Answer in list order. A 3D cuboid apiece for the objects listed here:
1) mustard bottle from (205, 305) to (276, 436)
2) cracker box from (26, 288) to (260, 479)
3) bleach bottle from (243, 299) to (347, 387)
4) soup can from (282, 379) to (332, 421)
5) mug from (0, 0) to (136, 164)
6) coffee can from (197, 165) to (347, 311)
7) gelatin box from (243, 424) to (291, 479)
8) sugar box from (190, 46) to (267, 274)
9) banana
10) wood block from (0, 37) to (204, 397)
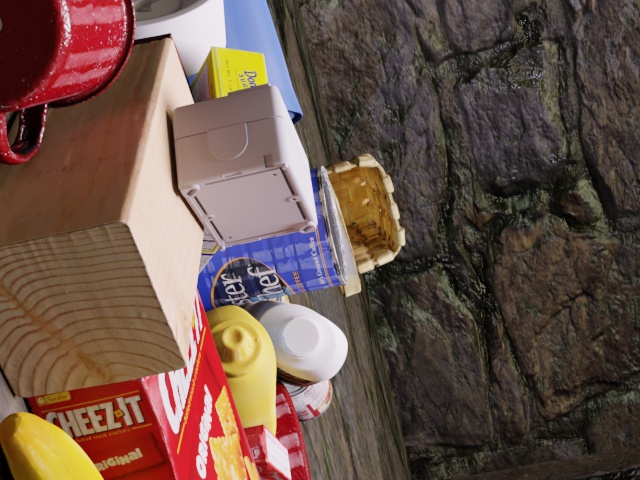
[{"bbox_3d":[-0.065,0.103,0.818,0.192,0.058,0.096,99,-26,-67],"label":"mustard bottle"},{"bbox_3d":[-0.091,0.131,0.648,0.164,0.072,0.213,-89,166,-66],"label":"cracker box"},{"bbox_3d":[-0.031,0.087,0.939,0.068,0.102,0.251,-63,180,-9],"label":"bleach bottle"},{"bbox_3d":[-0.028,0.160,1.214,0.102,0.068,0.068,65,15,-64],"label":"soup can"},{"bbox_3d":[-0.147,-0.094,0.514,0.081,0.093,0.117,-60,160,-74],"label":"mug"},{"bbox_3d":[-0.056,0.001,0.897,0.102,0.140,0.103,-11,90,-84],"label":"coffee can"},{"bbox_3d":[-0.067,0.167,0.801,0.089,0.073,0.030,66,15,-66],"label":"gelatin box"},{"bbox_3d":[-0.084,-0.051,0.775,0.176,0.048,0.093,130,-43,-55],"label":"sugar box"},{"bbox_3d":[-0.113,0.168,0.529,0.069,0.037,0.198,-76,154,-79],"label":"banana"},{"bbox_3d":[-0.119,-0.021,0.585,0.206,0.090,0.091,-92,169,-56],"label":"wood block"}]
